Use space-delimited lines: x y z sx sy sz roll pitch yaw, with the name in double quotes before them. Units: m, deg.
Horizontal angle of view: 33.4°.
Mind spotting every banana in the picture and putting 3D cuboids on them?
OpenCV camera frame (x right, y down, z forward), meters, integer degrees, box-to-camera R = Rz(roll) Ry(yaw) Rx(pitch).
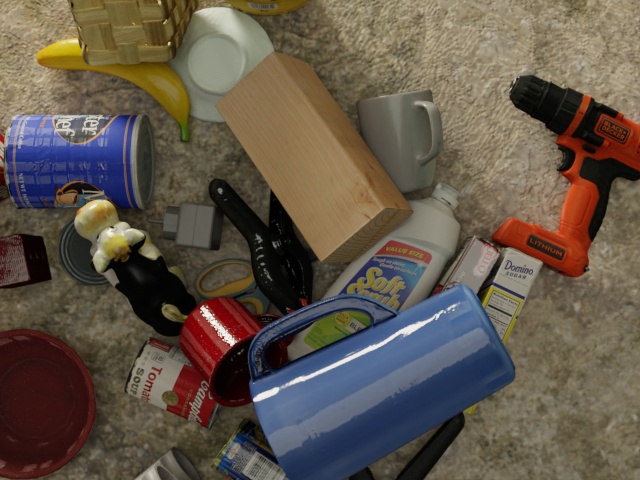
"banana" -0.218 -0.183 1.177 0.198 0.037 0.069 29 90 7

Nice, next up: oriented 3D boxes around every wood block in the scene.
"wood block" -0.006 -0.086 1.116 0.091 0.090 0.206 -40 74 19

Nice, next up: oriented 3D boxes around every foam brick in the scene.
"foam brick" -0.333 0.023 1.161 0.051 0.078 0.053 -12 88 3

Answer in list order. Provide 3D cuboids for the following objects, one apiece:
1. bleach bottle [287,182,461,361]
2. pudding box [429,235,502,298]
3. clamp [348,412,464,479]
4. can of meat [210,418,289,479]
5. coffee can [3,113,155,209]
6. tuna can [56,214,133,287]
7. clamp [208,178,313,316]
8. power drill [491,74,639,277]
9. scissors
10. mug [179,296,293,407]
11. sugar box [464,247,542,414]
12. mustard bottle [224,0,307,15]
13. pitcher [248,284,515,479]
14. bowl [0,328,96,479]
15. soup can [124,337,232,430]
"bleach bottle" 0.066 0.045 1.156 0.103 0.068 0.251 32 86 14
"pudding box" 0.147 0.050 1.140 0.039 0.090 0.113 33 90 4
"clamp" 0.059 0.271 1.164 0.164 0.036 0.210 11 91 7
"can of meat" -0.064 0.238 1.137 0.084 0.102 0.057 34 90 4
"coffee can" -0.256 -0.085 1.148 0.140 0.103 0.103 0 89 2
"tuna can" -0.245 0.009 1.180 0.086 0.034 0.086 0 89 2
"clamp" -0.057 0.001 1.131 0.039 0.120 0.171 -28 73 45
"power drill" 0.259 -0.068 1.154 0.184 0.057 0.187 26 90 2
"scissors" -0.038 0.049 1.182 0.202 0.016 0.096 -10 89 2
"mug" -0.084 0.107 1.111 0.117 0.093 0.082 -24 43 -25
"sugar box" 0.175 0.094 1.137 0.048 0.093 0.176 23 89 2
"mustard bottle" -0.063 -0.282 1.101 0.096 0.191 0.058 4 89 2
"pitcher" 0.056 0.133 1.042 0.243 0.149 0.145 -28 47 4
"bowl" -0.320 0.176 1.168 0.162 0.055 0.162 0 89 2
"soup can" -0.152 0.154 1.158 0.102 0.068 0.068 23 90 2
